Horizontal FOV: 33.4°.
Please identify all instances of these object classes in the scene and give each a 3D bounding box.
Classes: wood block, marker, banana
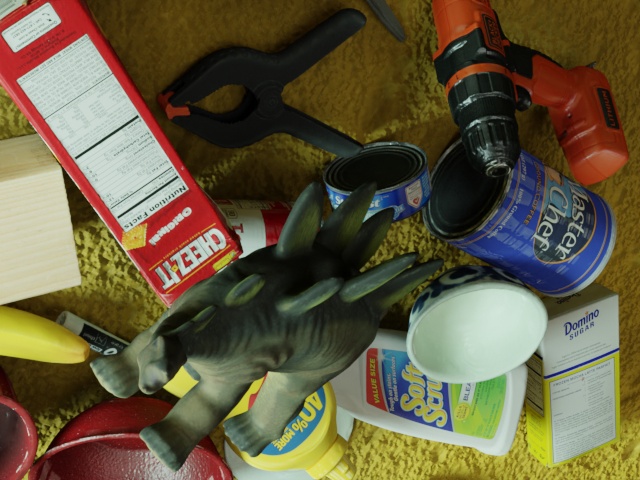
[{"bbox_3d":[-0.279,0.000,0.725,0.205,0.090,0.091,-14,117,-20],"label":"wood block"},{"bbox_3d":[-0.160,0.090,0.864,0.121,0.020,0.020,33,95,-33],"label":"marker"},{"bbox_3d":[-0.269,0.071,0.774,0.197,0.070,0.037,0,128,-35],"label":"banana"}]

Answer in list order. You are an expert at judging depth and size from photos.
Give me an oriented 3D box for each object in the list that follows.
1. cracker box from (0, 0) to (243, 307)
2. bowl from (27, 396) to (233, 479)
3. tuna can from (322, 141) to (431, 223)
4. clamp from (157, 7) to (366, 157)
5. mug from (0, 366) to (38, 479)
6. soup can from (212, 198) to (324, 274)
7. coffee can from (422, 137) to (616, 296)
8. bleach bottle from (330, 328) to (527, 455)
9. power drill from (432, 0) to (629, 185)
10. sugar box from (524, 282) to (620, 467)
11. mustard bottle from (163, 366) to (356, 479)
[{"bbox_3d":[-0.149,-0.081,0.709,0.072,0.164,0.213,-35,122,-6],"label":"cracker box"},{"bbox_3d":[-0.150,0.172,0.860,0.162,0.055,0.162,-3,142,-2],"label":"bowl"},{"bbox_3d":[0.047,-0.046,0.868,0.086,0.086,0.034,-23,121,-16],"label":"tuna can"},{"bbox_3d":[-0.037,-0.105,0.829,0.171,0.039,0.120,-16,114,-12],"label":"clamp"},{"bbox_3d":[-0.271,0.128,0.788,0.093,0.082,0.117,-44,124,-3],"label":"mug"},{"bbox_3d":[-0.056,0.001,0.849,0.102,0.069,0.068,1,111,-26],"label":"soup can"},{"bbox_3d":[0.174,-0.022,0.931,0.140,0.103,0.103,26,99,-32],"label":"coffee can"},{"bbox_3d":[0.067,0.133,0.968,0.250,0.068,0.102,11,93,-28],"label":"bleach bottle"},{"bbox_3d":[0.171,-0.109,0.863,0.187,0.184,0.057,21,141,-38],"label":"power drill"},{"bbox_3d":[0.253,0.136,1.074,0.093,0.048,0.176,-17,114,-19],"label":"sugar box"},{"bbox_3d":[-0.045,0.129,0.866,0.191,0.058,0.096,44,72,-5],"label":"mustard bottle"}]
